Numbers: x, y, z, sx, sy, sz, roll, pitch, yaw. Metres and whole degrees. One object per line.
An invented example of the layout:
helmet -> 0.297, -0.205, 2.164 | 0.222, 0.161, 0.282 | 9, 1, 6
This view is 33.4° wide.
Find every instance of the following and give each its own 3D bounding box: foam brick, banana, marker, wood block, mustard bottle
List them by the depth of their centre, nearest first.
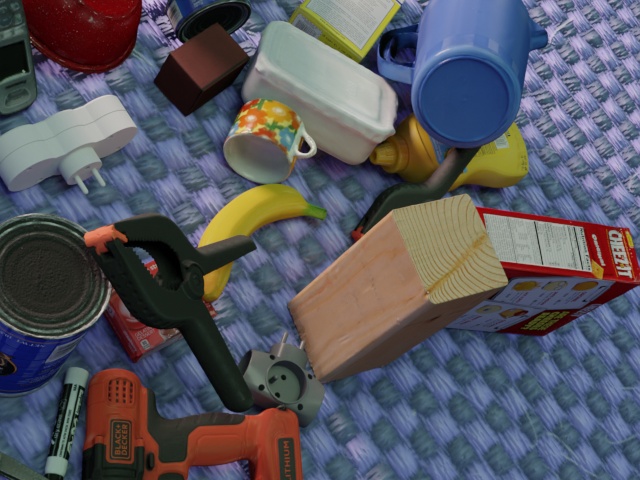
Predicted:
marker -> -0.212, 0.163, 0.879 | 0.020, 0.020, 0.121 | 18, 57, -20
wood block -> 0.064, 0.049, 0.974 | 0.090, 0.206, 0.090 | -12, 72, -34
banana -> -0.069, -0.010, 1.023 | 0.070, 0.037, 0.197 | 32, 42, 18
foam brick -> -0.121, -0.174, 1.087 | 0.051, 0.053, 0.078 | 47, 52, 0
mustard bottle -> 0.137, -0.100, 1.186 | 0.191, 0.058, 0.096 | -7, 67, -32

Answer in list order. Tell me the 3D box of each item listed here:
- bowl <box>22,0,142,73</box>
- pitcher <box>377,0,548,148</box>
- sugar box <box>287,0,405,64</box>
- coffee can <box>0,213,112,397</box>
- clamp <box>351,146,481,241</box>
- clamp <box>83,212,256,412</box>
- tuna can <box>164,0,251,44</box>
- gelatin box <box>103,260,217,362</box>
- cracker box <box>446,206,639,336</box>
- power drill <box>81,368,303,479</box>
bowl -> -0.228, -0.247, 1.035 | 0.161, 0.055, 0.162 | 21, 59, -40
pitcher -> 0.150, -0.190, 1.147 | 0.145, 0.149, 0.242 | 44, 26, -11
sugar box -> 0.040, -0.276, 1.235 | 0.093, 0.048, 0.176 | 38, 49, -5
coffee can -> -0.234, 0.055, 0.848 | 0.102, 0.141, 0.103 | 13, 60, -23
clamp -> 0.119, -0.022, 1.126 | 0.171, 0.039, 0.120 | -29, 101, -11
clamp -> -0.111, 0.046, 0.864 | 0.209, 0.036, 0.164 | 30, 49, -55
tuna can -> -0.115, -0.237, 1.103 | 0.085, 0.086, 0.034 | -15, 75, -34
gelatin box -> -0.149, 0.058, 0.962 | 0.089, 0.030, 0.073 | -26, 79, -36
cracker box -> 0.184, 0.033, 1.075 | 0.213, 0.164, 0.072 | 6, 64, -26
power drill -> -0.108, 0.202, 0.891 | 0.187, 0.057, 0.184 | 9, 61, -25
